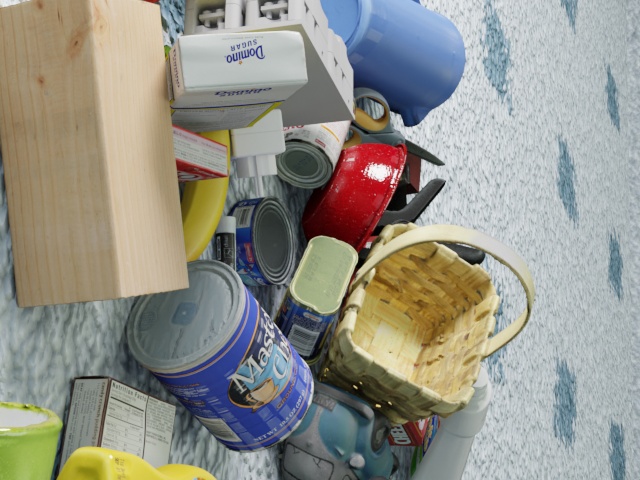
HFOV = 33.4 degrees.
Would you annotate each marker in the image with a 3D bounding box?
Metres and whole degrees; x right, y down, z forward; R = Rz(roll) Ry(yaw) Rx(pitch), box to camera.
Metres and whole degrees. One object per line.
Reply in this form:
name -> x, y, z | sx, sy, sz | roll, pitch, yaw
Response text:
marker -> -0.086, 0.039, 0.971 | 0.020, 0.020, 0.121 | 14, 73, -63

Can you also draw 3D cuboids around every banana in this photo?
banana -> -0.109, -0.068, 0.930 | 0.069, 0.037, 0.198 | 2, 79, -35

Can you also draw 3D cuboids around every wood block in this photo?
wood block -> -0.162, -0.061, 0.751 | 0.090, 0.090, 0.206 | -7, 91, -64

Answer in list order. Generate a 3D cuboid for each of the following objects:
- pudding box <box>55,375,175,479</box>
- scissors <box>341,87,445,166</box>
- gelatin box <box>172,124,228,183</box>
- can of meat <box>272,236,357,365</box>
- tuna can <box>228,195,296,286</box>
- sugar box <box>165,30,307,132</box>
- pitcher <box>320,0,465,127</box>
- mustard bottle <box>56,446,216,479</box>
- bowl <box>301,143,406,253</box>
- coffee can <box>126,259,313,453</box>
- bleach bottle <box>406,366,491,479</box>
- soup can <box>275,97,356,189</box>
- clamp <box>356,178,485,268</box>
pudding box -> -0.151, 0.164, 0.788 | 0.090, 0.039, 0.113 | 39, 49, -55
scissors -> 0.068, -0.109, 1.236 | 0.201, 0.096, 0.016 | 42, 19, -52
gelatin box -> -0.126, -0.065, 0.845 | 0.089, 0.073, 0.030 | 14, 72, -63
can of meat -> -0.007, 0.057, 1.043 | 0.084, 0.057, 0.102 | 113, 0, -46
tuna can -> -0.057, 0.001, 1.022 | 0.086, 0.034, 0.086 | 22, 65, -62
sugar box -> -0.078, -0.120, 0.827 | 0.176, 0.093, 0.048 | 159, -76, -72
pitcher -> 0.060, -0.237, 1.213 | 0.149, 0.145, 0.242 | 47, 18, 24
mustard bottle -> -0.111, 0.204, 0.749 | 0.191, 0.058, 0.096 | 32, 63, -57
bowl -> 0.026, -0.043, 1.118 | 0.055, 0.162, 0.162 | 29, 47, -10
coffee can -> -0.079, 0.097, 0.875 | 0.140, 0.103, 0.102 | 56, 37, -45
bleach bottle -> 0.158, 0.218, 1.259 | 0.251, 0.068, 0.102 | 100, 7, -51
soup can -> -0.007, -0.111, 1.109 | 0.068, 0.069, 0.102 | 62, 34, -38
clamp -> 0.102, 0.002, 1.216 | 0.120, 0.171, 0.039 | 54, -23, 28
